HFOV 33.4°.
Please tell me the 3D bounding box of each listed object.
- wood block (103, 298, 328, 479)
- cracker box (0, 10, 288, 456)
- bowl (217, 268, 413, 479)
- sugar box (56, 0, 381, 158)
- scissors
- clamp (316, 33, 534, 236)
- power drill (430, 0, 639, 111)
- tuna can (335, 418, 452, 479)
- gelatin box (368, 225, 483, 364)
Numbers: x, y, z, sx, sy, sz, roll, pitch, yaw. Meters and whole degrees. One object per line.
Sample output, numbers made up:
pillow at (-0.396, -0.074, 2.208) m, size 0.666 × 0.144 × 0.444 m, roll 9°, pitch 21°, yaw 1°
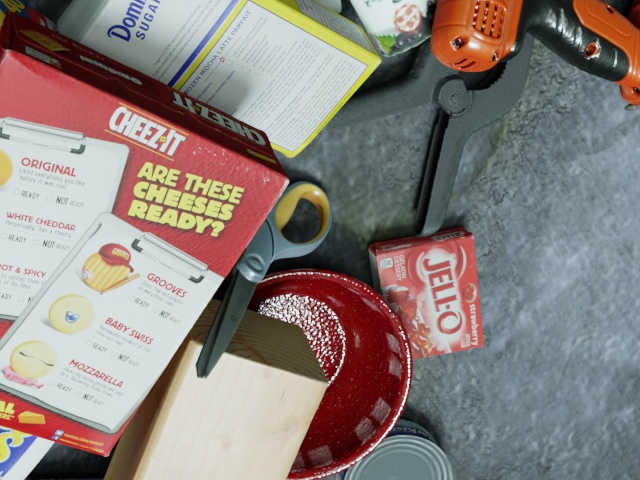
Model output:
wood block at (-0.083, 0.150, 0.682) m, size 0.090 × 0.091 × 0.206 m, roll 19°, pitch 103°, yaw -17°
cracker box at (-0.145, 0.005, 0.596) m, size 0.164 × 0.072 × 0.214 m, roll 23°, pitch 112°, yaw -28°
bowl at (-0.019, 0.088, 0.754) m, size 0.162 × 0.055 × 0.162 m, roll -3°, pitch 108°, yaw -11°
sugar box at (-0.058, -0.120, 0.642) m, size 0.176 × 0.048 × 0.093 m, roll 23°, pitch 120°, yaw -39°
scissors at (-0.054, 0.001, 0.665) m, size 0.096 × 0.201 × 0.016 m, roll 45°, pitch 127°, yaw 1°
clamp at (0.075, -0.100, 0.723) m, size 0.120 × 0.039 × 0.171 m, roll 33°, pitch 92°, yaw -24°
power drill at (0.164, -0.176, 0.691) m, size 0.187 × 0.057 × 0.184 m, roll 17°, pitch 80°, yaw -21°
tuna can at (0.055, 0.179, 0.810) m, size 0.086 × 0.034 × 0.086 m, roll -3°, pitch 108°, yaw -11°
gelatin box at (0.077, 0.039, 0.771) m, size 0.073 × 0.030 × 0.089 m, roll -10°, pitch 109°, yaw -9°
